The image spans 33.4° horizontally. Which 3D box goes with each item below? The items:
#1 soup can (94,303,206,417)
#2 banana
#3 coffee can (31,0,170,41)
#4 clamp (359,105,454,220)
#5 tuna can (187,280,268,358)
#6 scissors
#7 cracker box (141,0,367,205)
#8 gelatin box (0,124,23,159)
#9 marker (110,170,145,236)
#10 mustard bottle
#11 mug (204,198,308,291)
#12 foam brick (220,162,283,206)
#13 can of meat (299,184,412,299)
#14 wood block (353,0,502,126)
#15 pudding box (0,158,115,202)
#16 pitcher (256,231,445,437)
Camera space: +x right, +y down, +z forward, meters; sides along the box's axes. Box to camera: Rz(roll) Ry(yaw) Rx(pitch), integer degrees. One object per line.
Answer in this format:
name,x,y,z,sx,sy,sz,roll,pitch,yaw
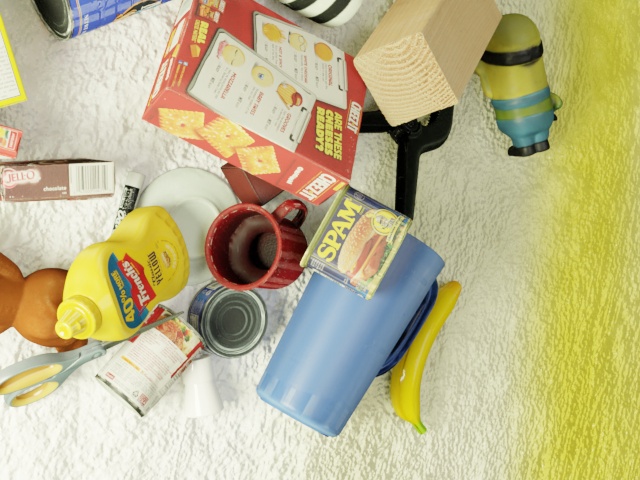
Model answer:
soup can,-0.178,0.126,1.120,0.102,0.069,0.068,-49,117,-17
banana,0.125,0.140,1.325,0.069,0.037,0.198,19,86,-49
coffee can,-0.207,-0.266,1.042,0.140,0.103,0.103,-28,108,-26
clamp,0.089,-0.136,1.259,0.164,0.036,0.209,42,60,-11
tuna can,-0.101,0.087,1.182,0.086,0.034,0.086,-3,97,-31
scissors,-0.237,0.122,1.079,0.201,0.096,0.016,-16,65,-31
cracker box,-0.062,-0.154,1.113,0.213,0.072,0.164,26,54,-22
gelatin box,-0.327,-0.099,0.995,0.073,0.089,0.030,16,85,-32
marker,-0.208,-0.013,1.116,0.020,0.020,0.121,18,86,-31
mustard bottle,-0.198,0.043,1.041,0.191,0.058,0.096,-48,129,-57
mug,-0.058,0.001,1.151,0.117,0.093,0.081,-51,157,12
foam brick,-0.059,-0.079,1.180,0.078,0.053,0.051,-37,112,-23
can of meat,0.039,0.002,1.132,0.084,0.057,0.102,29,85,4
wood block,0.125,-0.229,1.203,0.090,0.090,0.205,57,38,-23
pudding box,-0.267,-0.060,1.035,0.113,0.090,0.039,-3,98,-31
pitcher,0.036,0.099,1.217,0.149,0.145,0.243,29,82,3
